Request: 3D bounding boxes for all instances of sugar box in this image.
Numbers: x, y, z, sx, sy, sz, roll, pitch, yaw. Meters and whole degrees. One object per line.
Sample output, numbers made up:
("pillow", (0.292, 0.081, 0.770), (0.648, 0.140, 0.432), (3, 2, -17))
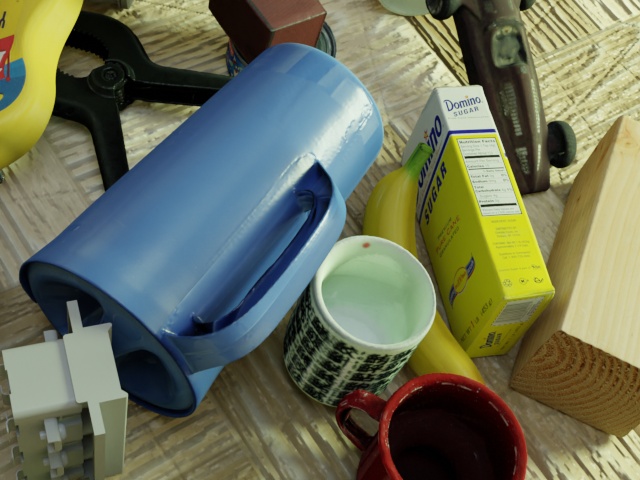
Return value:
("sugar box", (0.107, -0.015, 0.766), (0.048, 0.093, 0.176), (-6, 60, -19))

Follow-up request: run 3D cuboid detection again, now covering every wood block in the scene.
("wood block", (0.217, 0.023, 0.773), (0.091, 0.090, 0.206), (25, 55, 1))

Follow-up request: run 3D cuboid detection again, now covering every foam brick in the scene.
("foam brick", (-0.042, -0.175, 0.810), (0.051, 0.053, 0.078), (-26, 69, -27))

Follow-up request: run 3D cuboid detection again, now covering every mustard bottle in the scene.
("mustard bottle", (-0.229, -0.111, 0.743), (0.096, 0.058, 0.191), (4, 72, 17))

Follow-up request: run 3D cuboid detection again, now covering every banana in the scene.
("banana", (0.066, 0.031, 0.744), (0.037, 0.070, 0.198), (5, 64, -39))

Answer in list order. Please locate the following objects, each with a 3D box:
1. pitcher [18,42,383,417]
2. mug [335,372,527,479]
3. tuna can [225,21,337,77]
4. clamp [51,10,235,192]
("pitcher", (-0.056, -0.015, 0.678), (0.149, 0.145, 0.242), (35, 61, 8))
("mug", (0.060, 0.135, 0.665), (0.117, 0.082, 0.093), (31, 56, 5))
("tuna can", (-0.032, -0.149, 0.850), (0.086, 0.034, 0.086), (7, 57, -11))
("clamp", (-0.156, -0.103, 0.787), (0.210, 0.036, 0.164), (32, 62, 10))
